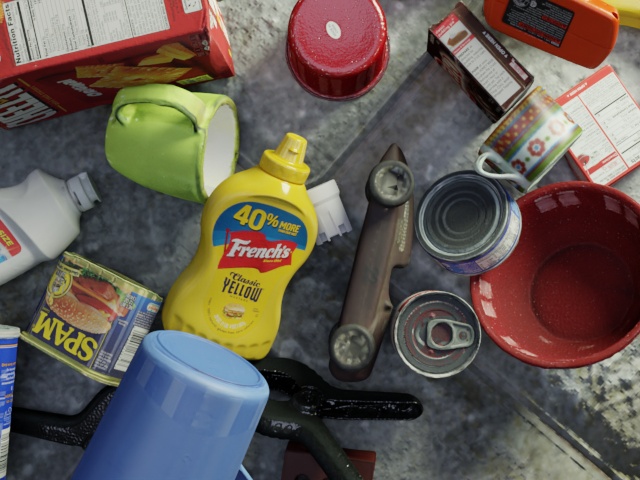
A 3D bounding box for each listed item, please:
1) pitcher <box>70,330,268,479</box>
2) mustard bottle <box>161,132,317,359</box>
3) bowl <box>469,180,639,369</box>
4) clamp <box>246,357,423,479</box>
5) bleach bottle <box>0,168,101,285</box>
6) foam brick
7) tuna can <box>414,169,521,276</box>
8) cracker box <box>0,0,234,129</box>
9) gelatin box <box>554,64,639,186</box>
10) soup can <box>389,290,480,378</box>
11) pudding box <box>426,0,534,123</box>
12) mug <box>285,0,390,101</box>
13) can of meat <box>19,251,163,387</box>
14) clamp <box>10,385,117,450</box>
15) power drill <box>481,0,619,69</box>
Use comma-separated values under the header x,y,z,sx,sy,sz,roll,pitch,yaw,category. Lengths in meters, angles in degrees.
x,y,z,sx,sy,sz,roll,pitch,yaw,category
-0.125,0.202,0.841,0.145,0.149,0.243,29,99,29,pitcher
-0.056,0.001,0.882,0.096,0.058,0.192,19,106,-18,mustard bottle
0.208,0.035,0.883,0.162,0.055,0.162,-11,65,25,bowl
-0.001,0.139,0.897,0.172,0.120,0.039,31,129,22,clamp
-0.311,0.000,0.916,0.251,0.068,0.102,-25,89,-2,bleach bottle
0.006,0.204,0.905,0.078,0.051,0.053,7,89,1,foam brick
0.123,-0.016,0.897,0.086,0.033,0.086,-12,64,25,tuna can
-0.186,-0.154,0.865,0.213,0.164,0.072,-14,86,1,cracker box
0.240,-0.094,0.918,0.073,0.030,0.089,-34,87,-1,gelatin box
0.092,0.075,0.881,0.068,0.102,0.068,0,88,1,soup can
0.130,-0.145,0.881,0.039,0.113,0.090,-43,87,2,pudding box
0.021,-0.180,0.901,0.093,0.081,0.117,32,89,2,mug
-0.191,0.065,0.901,0.102,0.057,0.084,23,86,28,can of meat
-0.196,0.173,0.919,0.210,0.036,0.164,-33,88,4,clamp
0.224,-0.215,0.861,0.184,0.057,0.187,25,48,12,power drill
